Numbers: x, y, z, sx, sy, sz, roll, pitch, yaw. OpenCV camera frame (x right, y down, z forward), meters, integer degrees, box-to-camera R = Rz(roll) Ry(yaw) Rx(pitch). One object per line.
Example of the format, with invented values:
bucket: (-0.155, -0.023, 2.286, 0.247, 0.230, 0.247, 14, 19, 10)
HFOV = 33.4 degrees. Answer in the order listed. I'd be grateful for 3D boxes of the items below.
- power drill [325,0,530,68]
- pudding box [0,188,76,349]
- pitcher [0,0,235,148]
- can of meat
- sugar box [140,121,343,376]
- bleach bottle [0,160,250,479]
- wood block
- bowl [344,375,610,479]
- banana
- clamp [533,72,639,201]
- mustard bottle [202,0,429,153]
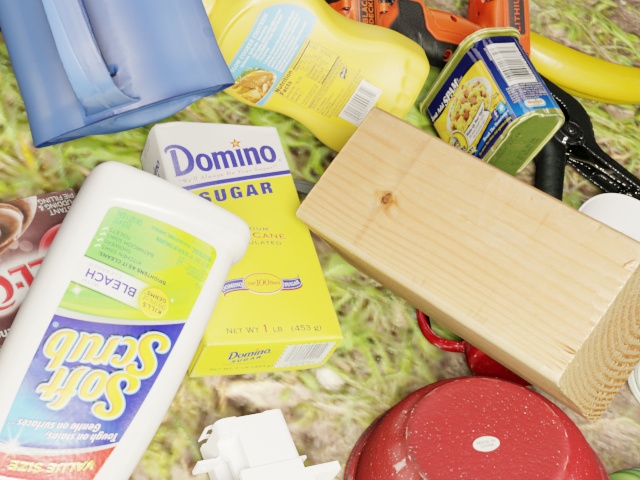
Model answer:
power drill: (0.081, -0.204, 0.871, 0.187, 0.057, 0.184, -1, 89, -27)
pudding box: (-0.178, 0.024, 0.618, 0.113, 0.039, 0.090, -17, 65, -34)
pitcher: (-0.152, -0.185, 0.655, 0.144, 0.149, 0.243, -24, 99, -40)
can of meat: (0.132, -0.099, 0.827, 0.057, 0.102, 0.084, -9, 61, -30)
sugar box: (-0.055, 0.001, 0.693, 0.093, 0.048, 0.176, -1, 56, -26)
bleach bottle: (-0.123, 0.087, 0.555, 0.102, 0.068, 0.250, 26, 63, -16)
wood block: (0.098, 0.010, 0.650, 0.206, 0.090, 0.091, 34, 85, 36)
bowl: (0.094, 0.131, 0.616, 0.162, 0.055, 0.162, -1, 42, 0)
banana: (0.237, -0.158, 0.968, 0.197, 0.037, 0.069, 19, 49, -12)
clamp: (0.194, -0.075, 0.880, 0.120, 0.039, 0.171, -8, 52, -36)
mustard bottle: (-0.025, -0.136, 0.761, 0.191, 0.096, 0.058, 25, 31, -20)
